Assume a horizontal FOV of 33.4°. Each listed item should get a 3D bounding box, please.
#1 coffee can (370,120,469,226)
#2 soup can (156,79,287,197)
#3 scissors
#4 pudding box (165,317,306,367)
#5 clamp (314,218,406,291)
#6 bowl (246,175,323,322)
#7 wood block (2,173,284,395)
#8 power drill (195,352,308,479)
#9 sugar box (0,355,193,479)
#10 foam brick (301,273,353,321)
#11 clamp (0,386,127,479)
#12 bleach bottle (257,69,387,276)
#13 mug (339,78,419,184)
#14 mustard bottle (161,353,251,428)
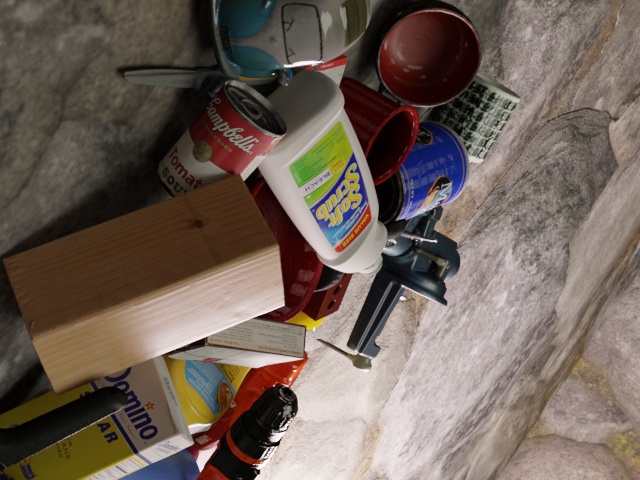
[{"bbox_3d":[0.093,-0.076,1.229,0.140,0.103,0.103,-22,140,-48],"label":"coffee can"},{"bbox_3d":[-0.087,-0.080,0.925,0.102,0.068,0.068,-46,159,23],"label":"soup can"},{"bbox_3d":[-0.102,-0.124,0.931,0.201,0.016,0.096,-26,143,-45],"label":"scissors"},{"bbox_3d":[-0.083,0.097,1.040,0.113,0.090,0.039,10,72,-33],"label":"pudding box"},{"bbox_3d":[0.003,-0.010,1.188,0.172,0.120,0.039,-42,164,25],"label":"clamp"},{"bbox_3d":[-0.057,0.001,1.080,0.161,0.055,0.162,-18,112,-57],"label":"bowl"},{"bbox_3d":[-0.143,0.035,0.886,0.206,0.091,0.090,-21,145,-13],"label":"wood block"},{"bbox_3d":[-0.066,0.181,1.142,0.185,0.057,0.187,-53,-174,29],"label":"power drill"},{"bbox_3d":[-0.210,0.172,0.942,0.176,0.093,0.048,-27,152,2],"label":"sugar box"},{"bbox_3d":[0.002,0.046,1.281,0.052,0.051,0.078,-20,138,-51],"label":"foam brick"},{"bbox_3d":[-0.262,0.177,0.864,0.209,0.036,0.165,14,106,-19],"label":"clamp"},{"bbox_3d":[0.014,-0.048,1.053,0.102,0.068,0.250,-41,139,-6],"label":"bleach bottle"},{"bbox_3d":[0.039,-0.107,1.119,0.093,0.082,0.117,-15,133,-53],"label":"mug"},{"bbox_3d":[-0.121,0.133,1.100,0.191,0.058,0.096,-56,130,-32],"label":"mustard bottle"}]
